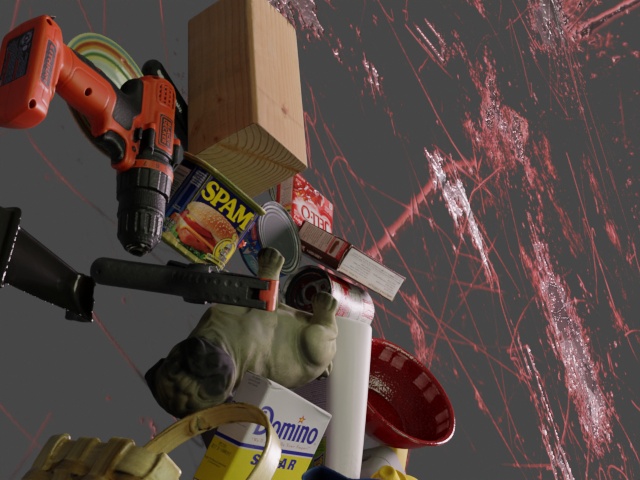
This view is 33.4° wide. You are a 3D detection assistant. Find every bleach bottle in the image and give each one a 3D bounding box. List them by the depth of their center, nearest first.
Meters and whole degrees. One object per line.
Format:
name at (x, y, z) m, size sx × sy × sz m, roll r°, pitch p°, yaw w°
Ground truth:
bleach bottle at (0.005, 0.213, 1.144) m, size 0.068 × 0.103 × 0.251 m, roll 16°, pitch 65°, yaw -28°

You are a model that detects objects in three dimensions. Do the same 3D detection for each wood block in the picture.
wood block at (-0.080, -0.159, 1.132) m, size 0.090 × 0.090 × 0.206 m, roll 39°, pitch 35°, yaw -43°

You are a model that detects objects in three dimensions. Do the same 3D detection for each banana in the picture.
banana at (0.108, 0.233, 1.360) m, size 0.069 × 0.037 × 0.197 m, roll 61°, pitch 30°, yaw -15°

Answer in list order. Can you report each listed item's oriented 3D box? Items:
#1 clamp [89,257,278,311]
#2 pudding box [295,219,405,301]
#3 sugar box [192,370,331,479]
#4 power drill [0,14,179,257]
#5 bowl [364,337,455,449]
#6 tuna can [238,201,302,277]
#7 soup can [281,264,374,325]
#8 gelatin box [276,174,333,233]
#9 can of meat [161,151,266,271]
clamp at (-0.109, 0.038, 0.972) m, size 0.120 × 0.172 × 0.039 m, roll -12°, pitch 110°, yaw -67°
pudding box at (0.033, 0.024, 1.253) m, size 0.113 × 0.090 × 0.039 m, roll 28°, pitch 89°, yaw -45°
sugar box at (-0.065, 0.217, 0.964) m, size 0.093 × 0.048 × 0.176 m, roll 36°, pitch 77°, yaw -42°
power drill at (-0.202, -0.096, 0.943) m, size 0.187 × 0.057 × 0.184 m, roll 35°, pitch 45°, yaw -47°
bowl at (0.083, 0.194, 1.281) m, size 0.162 × 0.055 × 0.162 m, roll 30°, pitch 30°, yaw -19°
tuna can at (-0.058, 0.001, 1.202) m, size 0.086 × 0.034 × 0.086 m, roll 38°, pitch 43°, yaw -47°
soup can at (0.010, 0.074, 1.245) m, size 0.102 × 0.069 × 0.068 m, roll 28°, pitch 51°, yaw -53°
gelatin box at (-0.018, -0.030, 1.294) m, size 0.089 × 0.030 × 0.073 m, roll 41°, pitch 41°, yaw -44°
can of meat at (-0.117, -0.024, 1.049) m, size 0.084 × 0.058 × 0.102 m, roll -55°, pitch 131°, yaw -7°
